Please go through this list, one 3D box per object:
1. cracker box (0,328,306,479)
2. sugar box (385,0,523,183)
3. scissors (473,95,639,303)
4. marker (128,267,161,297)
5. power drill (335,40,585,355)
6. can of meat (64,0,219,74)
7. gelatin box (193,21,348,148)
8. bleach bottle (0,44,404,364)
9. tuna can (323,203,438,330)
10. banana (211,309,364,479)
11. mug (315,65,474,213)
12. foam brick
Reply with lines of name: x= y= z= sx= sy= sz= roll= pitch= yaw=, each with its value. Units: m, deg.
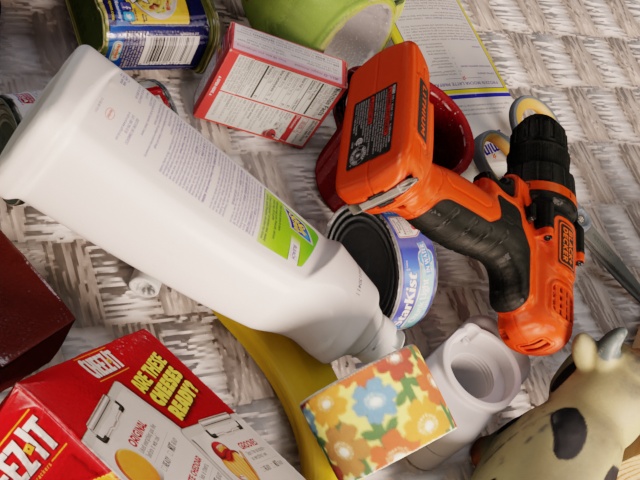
cracker box: x=-0.053 y=0.147 z=0.504 sx=0.214 sy=0.072 sz=0.164 roll=42 pitch=8 yaw=5
sugar box: x=0.098 y=-0.122 z=0.849 sx=0.093 sy=0.048 sz=0.176 roll=-8 pitch=66 yaw=-33
scissors: x=0.197 y=-0.036 z=0.822 sx=0.201 sy=0.016 sz=0.096 roll=32 pitch=65 yaw=-22
marker: x=-0.096 y=-0.016 z=0.682 sx=0.020 sy=0.020 sz=0.121 roll=24 pitch=49 yaw=-12
power drill: x=0.097 y=-0.042 z=0.669 sx=0.187 sy=0.057 sz=0.184 roll=33 pitch=48 yaw=-31
can of meat: x=-0.128 y=-0.165 z=0.745 sx=0.083 sy=0.058 sz=0.102 roll=-6 pitch=61 yaw=-30
gelatin box: x=-0.035 y=-0.106 z=0.743 sx=0.089 sy=0.073 sz=0.030 roll=15 pitch=52 yaw=-20
bleach bottle: x=-0.054 y=0.001 z=0.597 sx=0.250 sy=0.068 sz=0.102 roll=37 pitch=31 yaw=-19
tuna can: x=0.037 y=0.017 z=0.688 sx=0.033 sy=0.086 sz=0.086 roll=-5 pitch=61 yaw=-34
banana: x=-0.018 y=0.093 z=0.636 sx=0.069 sy=0.037 sz=0.198 roll=-4 pitch=60 yaw=-33
mug: x=0.042 y=-0.068 z=0.753 sx=0.093 sy=0.082 sz=0.117 roll=-17 pitch=68 yaw=-37
foam brick: x=-0.180 y=0.038 z=0.575 sx=0.078 sy=0.051 sz=0.052 roll=48 pitch=48 yaw=8
